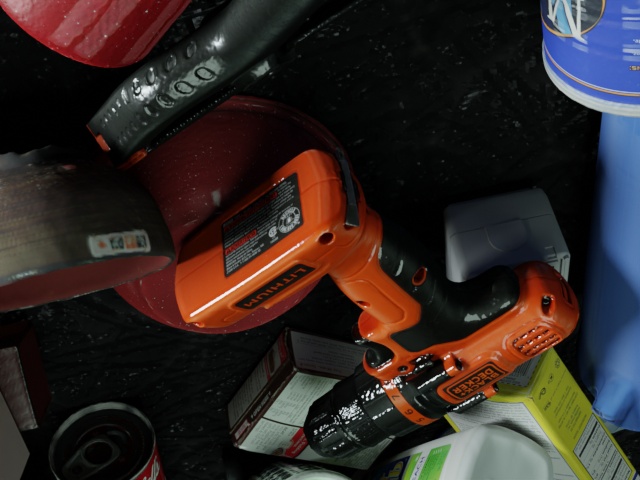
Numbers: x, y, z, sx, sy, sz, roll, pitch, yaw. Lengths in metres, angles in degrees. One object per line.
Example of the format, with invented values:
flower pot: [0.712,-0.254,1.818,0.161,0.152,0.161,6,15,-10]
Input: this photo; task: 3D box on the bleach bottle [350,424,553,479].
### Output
bleach bottle: [0.059,0.195,0.730,0.068,0.102,0.251,27,153,-13]

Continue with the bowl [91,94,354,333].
bowl: [-0.054,0.001,0.581,0.162,0.055,0.162,-7,135,-8]

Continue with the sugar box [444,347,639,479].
sugar box: [0.146,0.134,0.706,0.094,0.048,0.176,3,142,47]

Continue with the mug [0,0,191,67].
mug: [-0.092,-0.131,0.424,0.117,0.093,0.082,36,123,-16]

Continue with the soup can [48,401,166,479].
soup can: [-0.136,0.165,0.713,0.068,0.068,0.102,-10,136,-6]

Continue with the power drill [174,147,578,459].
power drill: [0.016,0.043,0.562,0.185,0.057,0.187,-37,133,25]

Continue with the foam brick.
foam brick: [-0.202,0.084,0.614,0.078,0.053,0.051,-11,103,-3]

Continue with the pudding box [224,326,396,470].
pudding box: [0.006,0.109,0.716,0.113,0.039,0.090,14,128,-29]

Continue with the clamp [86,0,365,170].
clamp: [-0.023,-0.094,0.475,0.210,0.164,0.036,-30,94,39]
